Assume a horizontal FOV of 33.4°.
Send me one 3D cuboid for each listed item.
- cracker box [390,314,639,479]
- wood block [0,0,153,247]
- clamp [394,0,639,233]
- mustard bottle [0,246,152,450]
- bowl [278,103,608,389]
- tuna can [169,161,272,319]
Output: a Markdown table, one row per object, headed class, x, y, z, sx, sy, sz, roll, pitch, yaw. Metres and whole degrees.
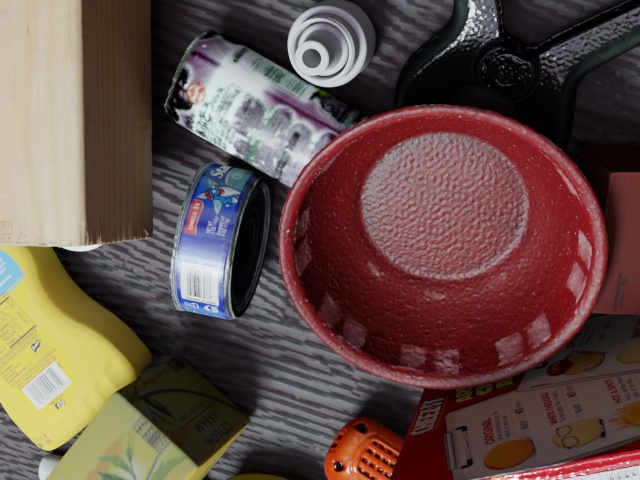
| class | x | y | z | sx | sy | sz | roll | pitch | yaw |
| --- | --- | --- | --- | --- | --- | --- | --- | --- | --- |
| cracker box | 0.155 | 0.095 | 0.533 | 0.214 | 0.164 | 0.072 | -16 | 103 | 21 |
| wood block | -0.144 | -0.102 | 0.550 | 0.090 | 0.090 | 0.206 | 1 | 93 | 14 |
| clamp | 0.107 | -0.091 | 0.544 | 0.164 | 0.036 | 0.210 | 21 | 117 | 5 |
| mustard bottle | -0.201 | 0.035 | 0.669 | 0.096 | 0.058 | 0.191 | -38 | 97 | 25 |
| bowl | 0.062 | -0.004 | 0.545 | 0.162 | 0.055 | 0.162 | 4 | 120 | 7 |
| tuna can | -0.054 | 0.001 | 0.598 | 0.034 | 0.086 | 0.086 | 11 | 113 | 9 |
